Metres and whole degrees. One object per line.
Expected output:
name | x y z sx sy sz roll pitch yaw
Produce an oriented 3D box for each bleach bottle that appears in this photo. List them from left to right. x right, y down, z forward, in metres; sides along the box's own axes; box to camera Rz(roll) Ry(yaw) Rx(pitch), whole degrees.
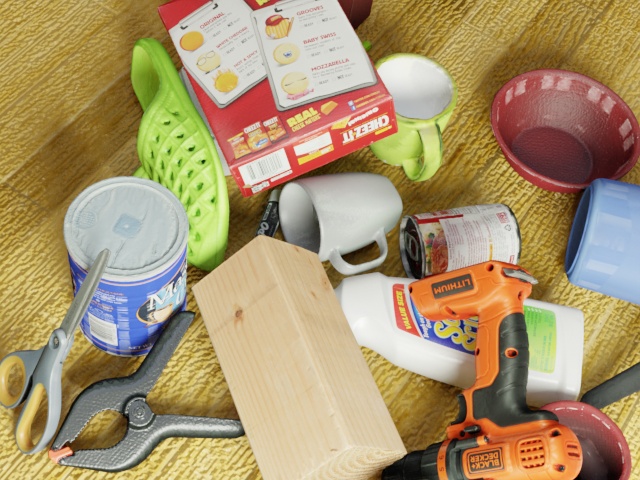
bleach bottle | 0.109 0.088 0.981 0.251 0.068 0.102 10 58 3

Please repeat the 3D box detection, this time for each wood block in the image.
wood block | -0.021 0.109 0.912 0.091 0.090 0.206 -37 59 22

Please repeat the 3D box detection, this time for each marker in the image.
marker | -0.057 0.001 1.041 0.020 0.020 0.121 17 56 4

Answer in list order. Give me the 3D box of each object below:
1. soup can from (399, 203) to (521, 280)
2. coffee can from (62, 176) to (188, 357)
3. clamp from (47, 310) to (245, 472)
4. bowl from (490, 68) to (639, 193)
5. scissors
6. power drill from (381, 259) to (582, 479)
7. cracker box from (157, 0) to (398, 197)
soup can | 0.135 0.002 1.036 0.102 0.068 0.068 -8 58 -13
coffee can | -0.168 0.026 0.936 0.102 0.140 0.103 4 56 -5
clamp | -0.146 0.152 0.911 0.171 0.039 0.120 -36 83 -15
bowl | 0.253 -0.105 1.130 0.162 0.055 0.162 3 55 -5
scissors | -0.228 0.081 0.886 0.096 0.202 0.016 30 19 37
power drill | 0.121 0.121 0.888 0.057 0.185 0.187 15 63 -48
cracker box | -0.043 -0.166 1.033 0.164 0.072 0.214 -24 61 -2
